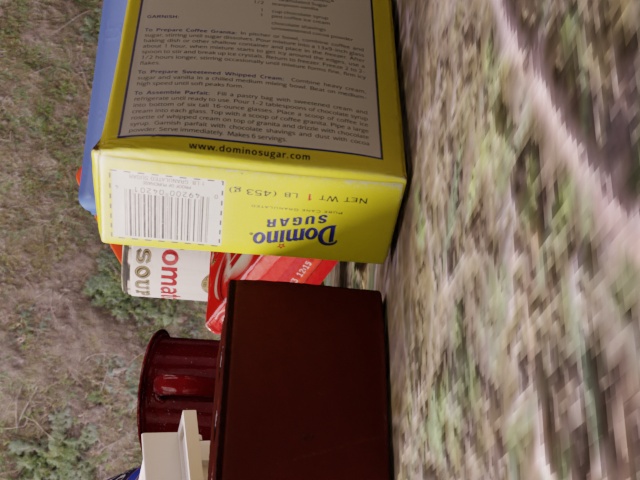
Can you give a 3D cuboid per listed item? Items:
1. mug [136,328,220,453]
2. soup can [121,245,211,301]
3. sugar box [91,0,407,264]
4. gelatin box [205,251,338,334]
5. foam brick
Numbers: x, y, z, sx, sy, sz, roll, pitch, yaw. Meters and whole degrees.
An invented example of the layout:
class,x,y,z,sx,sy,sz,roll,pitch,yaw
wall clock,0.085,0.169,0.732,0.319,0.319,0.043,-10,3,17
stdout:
class,x,y,z,sx,sy,sz,roll,pitch,yaw
mug,-0.076,0.106,0.731,0.117,0.081,0.093,71,-157,-71
soup can,-0.054,0.001,0.584,0.068,0.102,0.068,-176,91,-84
sugar box,-0.022,-0.073,0.379,0.048,0.093,0.176,100,173,-45
gelatin box,-0.016,-0.010,0.430,0.073,0.030,0.089,-51,22,26
foam brick,-0.008,0.058,0.337,0.053,0.051,0.078,102,171,-50
